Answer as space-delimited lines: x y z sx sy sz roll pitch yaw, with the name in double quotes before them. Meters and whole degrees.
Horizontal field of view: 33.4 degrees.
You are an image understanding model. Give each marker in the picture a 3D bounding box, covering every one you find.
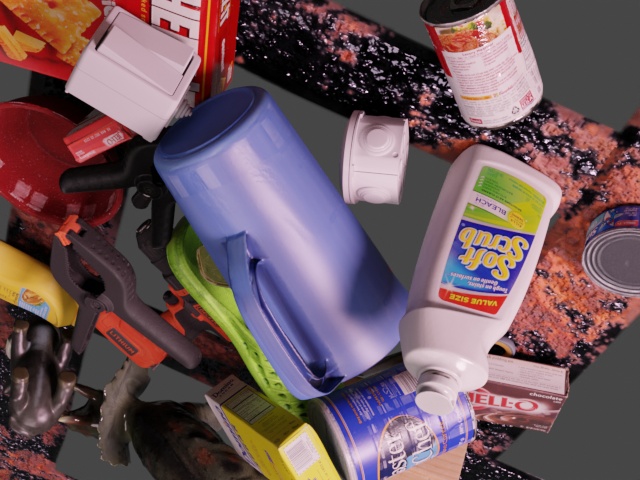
"marker" -0.158 -0.066 1.052 0.020 0.020 0.121 33 138 -12

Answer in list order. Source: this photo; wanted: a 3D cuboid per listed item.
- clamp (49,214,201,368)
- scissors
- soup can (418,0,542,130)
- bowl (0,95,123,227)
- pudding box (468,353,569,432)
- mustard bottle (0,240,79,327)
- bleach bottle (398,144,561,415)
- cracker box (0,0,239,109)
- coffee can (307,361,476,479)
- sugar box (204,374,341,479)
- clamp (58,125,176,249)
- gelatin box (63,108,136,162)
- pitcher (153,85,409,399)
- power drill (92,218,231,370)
"clamp" -0.234 0.059 1.124 0.165 0.036 0.210 -3 132 29
"scissors" 0.126 0.125 1.133 0.096 0.016 0.202 33 138 -12
"soup can" 0.124 -0.143 0.810 0.069 0.068 0.102 -6 132 29
"bowl" -0.259 -0.087 1.045 0.162 0.055 0.162 12 138 11
"pudding box" 0.191 0.156 1.103 0.113 0.039 0.090 8 148 3
"mustard bottle" -0.332 0.050 1.219 0.191 0.058 0.096 28 153 -7
"bleach bottle" 0.125 0.035 0.859 0.102 0.250 0.068 28 139 -7
"cracker box" -0.177 -0.201 0.876 0.214 0.072 0.164 17 139 5
"coffee can" 0.071 0.182 1.076 0.140 0.103 0.103 -21 138 -15
"sugar box" -0.050 0.206 1.090 0.176 0.048 0.093 14 135 58
"clamp" -0.160 -0.060 0.962 0.120 0.039 0.172 23 139 -21
"gelatin box" -0.178 -0.112 0.958 0.073 0.089 0.030 -19 115 36
"pitcher" -0.034 0.003 0.881 0.242 0.145 0.149 57 167 -27
"power drill" -0.171 0.065 1.164 0.188 0.057 0.184 -22 120 42
